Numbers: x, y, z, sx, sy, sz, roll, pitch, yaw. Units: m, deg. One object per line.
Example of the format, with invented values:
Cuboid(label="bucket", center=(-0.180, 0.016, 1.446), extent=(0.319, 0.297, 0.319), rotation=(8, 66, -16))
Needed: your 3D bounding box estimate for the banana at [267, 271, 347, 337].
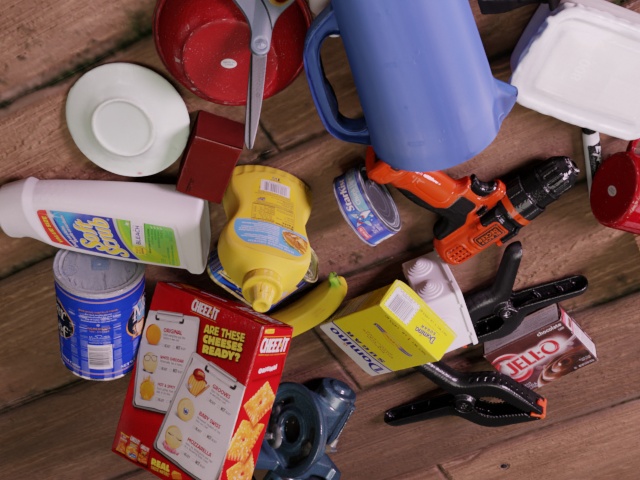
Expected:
Cuboid(label="banana", center=(-0.034, 0.086, 1.277), extent=(0.198, 0.037, 0.069), rotation=(-34, 138, 31))

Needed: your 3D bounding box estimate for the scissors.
Cuboid(label="scissors", center=(-0.071, -0.194, 0.981), extent=(0.096, 0.016, 0.202), rotation=(21, 89, -12))

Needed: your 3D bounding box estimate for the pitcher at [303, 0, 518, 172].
Cuboid(label="pitcher", center=(0.069, -0.187, 0.971), extent=(0.149, 0.145, 0.242), rotation=(-41, 135, -17))

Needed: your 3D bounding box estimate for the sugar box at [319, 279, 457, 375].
Cuboid(label="sugar box", center=(0.073, 0.104, 1.218), extent=(0.093, 0.048, 0.176), rotation=(44, 154, -6))

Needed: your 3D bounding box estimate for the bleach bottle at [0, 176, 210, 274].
Cuboid(label="bleach bottle", center=(-0.251, -0.021, 1.174), extent=(0.251, 0.068, 0.102), rotation=(4, 139, 3))

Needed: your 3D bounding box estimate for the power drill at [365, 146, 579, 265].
Cuboid(label="power drill", center=(0.155, -0.068, 1.137), extent=(0.187, 0.057, 0.185), rotation=(37, 121, -27))

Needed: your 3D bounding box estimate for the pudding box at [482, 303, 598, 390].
Cuboid(label="pudding box", center=(0.270, 0.134, 1.320), extent=(0.114, 0.039, 0.090), rotation=(-32, 123, 25))

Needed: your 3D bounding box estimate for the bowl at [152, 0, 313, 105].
Cuboid(label="bowl", center=(-0.086, -0.188, 1.038), extent=(0.162, 0.055, 0.162), rotation=(1, 131, 0))

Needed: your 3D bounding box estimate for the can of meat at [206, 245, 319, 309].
Cuboid(label="can of meat", center=(-0.067, 0.028, 1.220), extent=(0.102, 0.057, 0.084), rotation=(37, 123, -26))

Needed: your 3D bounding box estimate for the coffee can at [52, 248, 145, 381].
Cuboid(label="coffee can", center=(-0.253, 0.078, 1.233), extent=(0.102, 0.103, 0.140), rotation=(4, 130, -4))

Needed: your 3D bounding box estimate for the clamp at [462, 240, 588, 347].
Cuboid(label="clamp", center=(0.216, 0.066, 1.263), extent=(0.120, 0.039, 0.172), rotation=(38, 121, -26))

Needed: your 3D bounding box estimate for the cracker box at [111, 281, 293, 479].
Cuboid(label="cracker box", center=(-0.136, 0.172, 1.223), extent=(0.164, 0.072, 0.214), rotation=(20, 97, 32))

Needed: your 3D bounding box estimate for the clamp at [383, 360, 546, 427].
Cuboid(label="clamp", center=(0.178, 0.188, 1.344), extent=(0.210, 0.036, 0.164), rotation=(4, 135, 14))

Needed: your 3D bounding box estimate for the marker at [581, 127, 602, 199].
Cuboid(label="marker", center=(0.291, -0.092, 1.141), extent=(0.020, 0.020, 0.121), rotation=(-11, 130, 10))

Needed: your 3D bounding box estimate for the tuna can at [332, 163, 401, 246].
Cuboid(label="tuna can", center=(0.051, -0.039, 1.144), extent=(0.034, 0.086, 0.086), rotation=(-30, 124, 21))

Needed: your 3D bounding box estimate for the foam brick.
Cuboid(label="foam brick", center=(-0.117, -0.088, 1.125), extent=(0.053, 0.051, 0.078), rotation=(17, 128, -13))

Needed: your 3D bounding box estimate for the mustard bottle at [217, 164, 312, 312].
Cuboid(label="mustard bottle", center=(-0.057, 0.002, 1.109), extent=(0.096, 0.191, 0.058), rotation=(17, 128, -14))
